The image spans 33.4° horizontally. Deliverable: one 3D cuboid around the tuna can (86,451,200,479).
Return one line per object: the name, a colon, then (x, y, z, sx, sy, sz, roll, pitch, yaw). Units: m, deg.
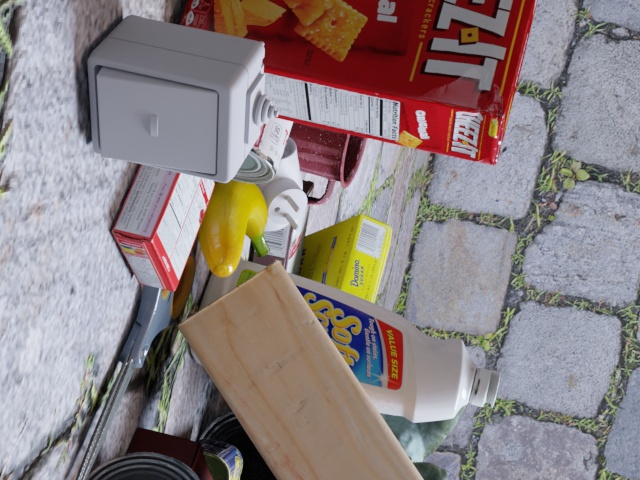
tuna can: (-0.117, 0.181, 0.693, 0.086, 0.086, 0.034, -66, 167, -49)

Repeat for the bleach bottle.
bleach bottle: (0.025, 0.086, 0.888, 0.068, 0.251, 0.102, 83, 22, -65)

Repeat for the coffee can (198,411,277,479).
coffee can: (-0.061, 0.224, 1.035, 0.140, 0.103, 0.103, 72, 32, -72)

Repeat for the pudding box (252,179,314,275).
pudding box: (-0.040, 0.004, 1.053, 0.090, 0.039, 0.113, -65, 168, -63)

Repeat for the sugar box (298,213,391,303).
sugar box: (0.006, 0.035, 1.109, 0.177, 0.048, 0.093, -19, -129, 60)

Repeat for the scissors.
scissors: (-0.121, 0.074, 0.734, 0.096, 0.016, 0.201, 76, 29, -71)

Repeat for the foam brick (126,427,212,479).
foam brick: (-0.117, 0.183, 0.801, 0.078, 0.051, 0.053, 88, 19, -57)

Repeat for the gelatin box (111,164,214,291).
gelatin box: (-0.099, -0.023, 0.685, 0.073, 0.030, 0.089, 82, 23, -63)

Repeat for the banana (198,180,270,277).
banana: (-0.063, -0.016, 0.816, 0.069, 0.037, 0.197, 63, 8, -1)

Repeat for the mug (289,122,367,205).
mug: (-0.007, -0.090, 0.971, 0.093, 0.081, 0.117, -35, 139, -73)

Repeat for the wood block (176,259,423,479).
wood block: (-0.013, 0.127, 0.800, 0.090, 0.206, 0.091, -33, 178, -7)

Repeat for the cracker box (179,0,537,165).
cracker box: (0.029, -0.155, 0.691, 0.072, 0.214, 0.164, 80, 25, -67)
